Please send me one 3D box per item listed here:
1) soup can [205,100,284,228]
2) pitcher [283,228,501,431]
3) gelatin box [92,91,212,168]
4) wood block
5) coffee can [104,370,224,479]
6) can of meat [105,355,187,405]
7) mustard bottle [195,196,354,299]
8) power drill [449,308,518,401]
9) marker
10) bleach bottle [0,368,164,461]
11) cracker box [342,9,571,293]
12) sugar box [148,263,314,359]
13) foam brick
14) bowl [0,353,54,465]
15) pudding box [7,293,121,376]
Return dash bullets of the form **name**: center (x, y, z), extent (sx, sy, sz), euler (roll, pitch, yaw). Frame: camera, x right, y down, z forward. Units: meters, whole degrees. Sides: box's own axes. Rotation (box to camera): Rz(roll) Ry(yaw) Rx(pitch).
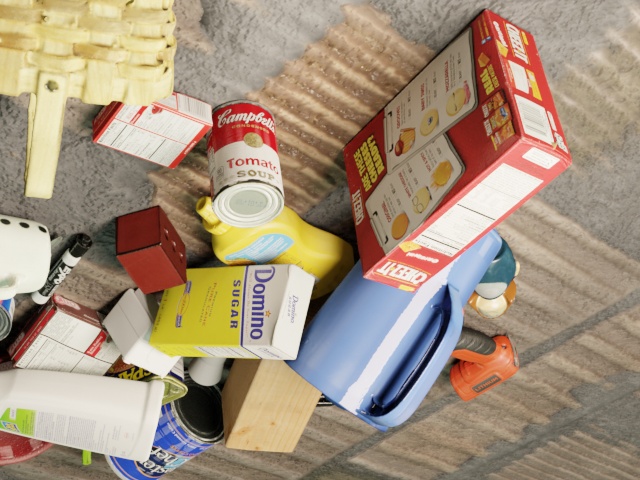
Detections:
- **soup can**: center (-0.071, -0.071, 0.996), extent (0.068, 0.102, 0.068), euler (-5, 143, -4)
- **pitcher**: center (0.084, 0.070, 1.101), extent (0.243, 0.149, 0.145), euler (-55, 167, -1)
- **gelatin box**: center (-0.156, -0.110, 0.988), extent (0.089, 0.030, 0.073), euler (19, 136, -32)
- **wood block**: center (-0.048, 0.155, 1.281), extent (0.090, 0.091, 0.206), euler (8, 131, -18)
- **coffee can**: center (-0.201, 0.245, 1.386), extent (0.141, 0.103, 0.102), euler (-35, 136, 30)
- **can of meat**: center (-0.211, 0.153, 1.278), extent (0.102, 0.084, 0.057), euler (-26, 140, 21)
- **mustard bottle**: center (-0.057, 0.001, 1.130), extent (0.096, 0.058, 0.191), euler (-27, 140, 32)
- **power drill**: center (0.147, 0.147, 1.365), extent (0.187, 0.057, 0.185), euler (26, 131, -38)
- **marker**: center (-0.280, 0.030, 1.156), extent (0.020, 0.020, 0.121), euler (19, 135, -32)
- **bleach bottle**: center (-0.308, 0.183, 1.200), extent (0.250, 0.068, 0.103), euler (12, 133, -8)
- **cracker box**: center (0.118, -0.077, 0.975), extent (0.072, 0.164, 0.214), euler (20, 134, -30)
- **sugar box**: center (-0.095, 0.075, 1.121), extent (0.177, 0.093, 0.048), euler (-6, 152, 39)
- **foam brick**: center (-0.178, 0.011, 1.124), extent (0.051, 0.053, 0.078), euler (-15, 143, 7)
- **bowl**: center (-0.377, 0.192, 1.291), extent (0.161, 0.055, 0.162), euler (-15, 125, -23)
- **pudding box**: center (-0.289, 0.121, 1.234), extent (0.113, 0.039, 0.090), euler (32, 105, -38)
